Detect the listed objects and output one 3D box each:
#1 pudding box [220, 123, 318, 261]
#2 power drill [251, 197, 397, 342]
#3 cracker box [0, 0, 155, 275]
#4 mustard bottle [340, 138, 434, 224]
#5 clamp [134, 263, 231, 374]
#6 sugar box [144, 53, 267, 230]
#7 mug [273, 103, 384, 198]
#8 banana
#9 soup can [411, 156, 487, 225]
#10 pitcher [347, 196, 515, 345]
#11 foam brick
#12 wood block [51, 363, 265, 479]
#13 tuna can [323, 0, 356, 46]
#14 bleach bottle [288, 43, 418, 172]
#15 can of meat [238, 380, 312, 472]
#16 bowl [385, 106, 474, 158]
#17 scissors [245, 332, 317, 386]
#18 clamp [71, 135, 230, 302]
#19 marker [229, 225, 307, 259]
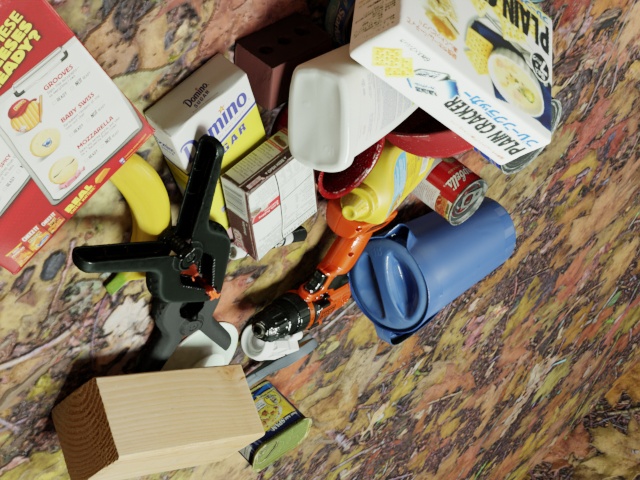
[{"bbox_3d":[-0.047,-0.045,1.042,0.090,0.039,0.113,-41,153,-23],"label":"pudding box"},{"bbox_3d":[0.004,0.031,1.277,0.184,0.057,0.188,-27,153,-55],"label":"power drill"},{"bbox_3d":[-0.235,-0.089,0.773,0.164,0.072,0.213,-46,152,-6],"label":"cracker box"},{"bbox_3d":[0.072,-0.073,1.200,0.191,0.058,0.096,-47,153,-51],"label":"mustard bottle"},{"bbox_3d":[-0.139,0.084,1.172,0.120,0.039,0.172,-22,146,-38],"label":"clamp"},{"bbox_3d":[-0.097,-0.085,1.011,0.093,0.048,0.176,-42,154,-15],"label":"sugar box"},{"bbox_3d":[0.006,-0.096,1.109,0.093,0.082,0.117,-36,150,-24],"label":"mug"},{"bbox_3d":[-0.170,-0.022,0.993,0.069,0.037,0.198,-34,150,-31],"label":"banana"},{"bbox_3d":[0.147,-0.075,1.323,0.068,0.102,0.068,-35,150,-25],"label":"soup can"},{"bbox_3d":[0.158,0.031,1.453,0.242,0.145,0.149,-26,176,-43],"label":"pitcher"},{"bbox_3d":[-0.035,-0.166,0.990,0.078,0.053,0.051,-33,149,-30],"label":"foam brick"},{"bbox_3d":[-0.174,0.198,1.163,0.090,0.091,0.205,-36,156,35],"label":"wood block"},{"bbox_3d":[0.043,-0.227,1.048,0.086,0.034,0.086,-36,150,-24],"label":"tuna can"},{"bbox_3d":[0.064,-0.152,1.038,0.250,0.068,0.102,-33,132,-50],"label":"bleach bottle"},{"bbox_3d":[-0.077,0.246,1.425,0.101,0.084,0.057,-28,147,-35],"label":"can of meat"},{"bbox_3d":[0.130,-0.136,1.146,0.162,0.162,0.055,-36,129,-24],"label":"bowl"},{"bbox_3d":[-0.080,0.174,1.360,0.201,0.016,0.096,-34,-176,-28],"label":"scissors"},{"bbox_3d":[-0.126,-0.002,0.998,0.164,0.036,0.210,-45,154,-4],"label":"clamp"},{"bbox_3d":[-0.058,0.001,1.209,0.120,0.020,0.020,-16,138,-48],"label":"marker"}]
